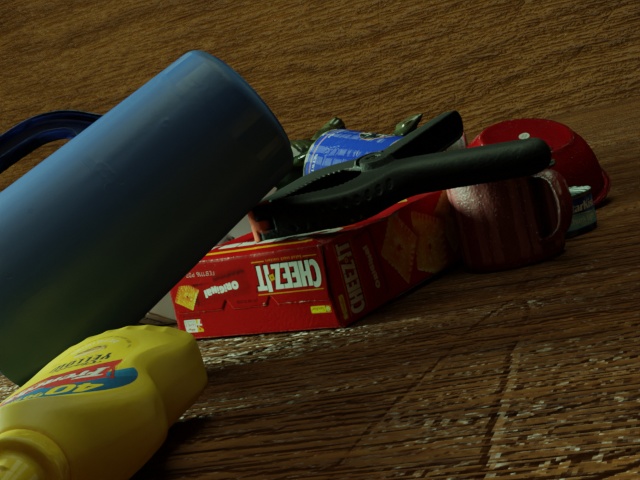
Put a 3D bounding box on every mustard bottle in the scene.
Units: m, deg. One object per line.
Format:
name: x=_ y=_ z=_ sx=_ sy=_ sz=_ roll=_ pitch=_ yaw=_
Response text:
mustard bottle: x=-0.118 y=0.090 z=0.506 sx=0.096 sy=0.058 sz=0.191 roll=-14 pitch=7 yaw=7

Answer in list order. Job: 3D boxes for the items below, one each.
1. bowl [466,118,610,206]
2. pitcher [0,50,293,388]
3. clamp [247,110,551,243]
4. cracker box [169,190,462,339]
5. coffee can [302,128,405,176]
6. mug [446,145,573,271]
bowl: x=0.203 y=-0.078 z=1.052 sx=0.162 sy=0.055 sz=0.162 roll=-6 pitch=28 yaw=3
pitcher: x=-0.145 y=-0.021 z=0.718 sx=0.242 sy=0.149 sz=0.145 roll=-43 pitch=25 yaw=-10
clamp: x=0.051 y=-0.044 z=0.771 sx=0.209 sy=0.036 sz=0.165 roll=-22 pitch=18 yaw=-17
cracker box: x=0.006 y=0.012 z=0.863 sx=0.164 sy=0.072 sz=0.213 roll=-9 pitch=9 yaw=38
coffee can: x=0.062 y=-0.073 z=1.231 sx=0.102 sy=0.103 sz=0.141 roll=-18 pitch=20 yaw=-35
mug: x=0.151 y=-0.025 z=0.827 sx=0.093 sy=0.081 sz=0.117 roll=-18 pitch=7 yaw=-33
